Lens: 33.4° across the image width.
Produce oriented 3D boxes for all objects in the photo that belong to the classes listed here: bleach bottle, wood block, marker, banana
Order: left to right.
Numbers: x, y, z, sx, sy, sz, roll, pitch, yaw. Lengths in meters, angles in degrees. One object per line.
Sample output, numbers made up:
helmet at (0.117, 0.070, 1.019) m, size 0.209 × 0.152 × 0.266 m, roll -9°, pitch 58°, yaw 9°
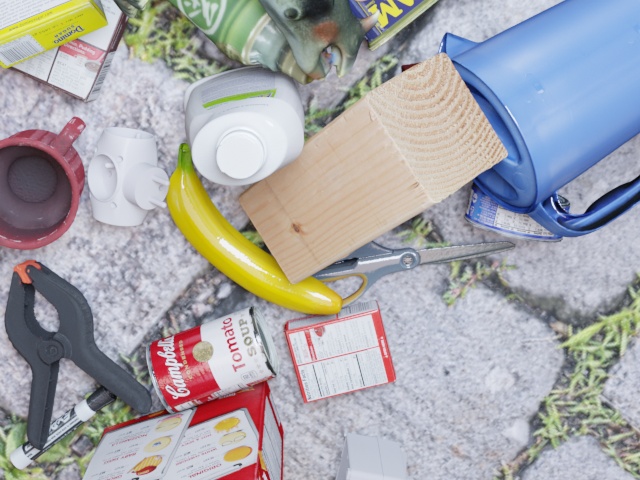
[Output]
marker at (-0.237, 0.171, 0.989) m, size 0.121 × 0.020 × 0.020 m, roll -37°, pitch 103°, yaw 9°
bleach bottle at (-0.063, -0.084, 0.801) m, size 0.102 × 0.251 × 0.068 m, roll -16°, pitch 105°, yaw 3°
banana at (-0.069, 0.006, 0.925) m, size 0.197 × 0.037 × 0.070 m, roll 44°, pitch 140°, yaw -8°
wood block at (0.033, -0.049, 0.826) m, size 0.090 × 0.206 × 0.091 m, roll -33°, pitch 91°, yaw -35°

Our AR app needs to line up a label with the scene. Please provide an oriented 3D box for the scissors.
scissors at (0.064, 0.002, 0.949) m, size 0.202 × 0.016 × 0.096 m, roll -22°, pitch 105°, yaw 5°

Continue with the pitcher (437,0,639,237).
pitcher at (0.223, -0.125, 0.832) m, size 0.242 × 0.145 × 0.149 m, roll -31°, pitch 131°, yaw -12°

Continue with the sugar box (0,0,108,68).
sugar box at (-0.235, -0.231, 0.825) m, size 0.093 × 0.048 × 0.176 m, roll -21°, pitch 71°, yaw 5°

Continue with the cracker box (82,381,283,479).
cracker box at (-0.116, 0.207, 0.900) m, size 0.164 × 0.213 × 0.072 m, roll -18°, pitch 105°, yaw 4°

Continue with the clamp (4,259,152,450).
clamp at (-0.222, 0.097, 0.952) m, size 0.120 × 0.039 × 0.171 m, roll -12°, pitch 100°, yaw 1°

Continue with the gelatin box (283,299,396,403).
gelatin box at (0.018, 0.101, 0.968) m, size 0.089 × 0.030 × 0.073 m, roll -14°, pitch 107°, yaw 3°

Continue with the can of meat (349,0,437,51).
can of meat at (0.056, -0.219, 0.867) m, size 0.102 × 0.057 × 0.084 m, roll -37°, pitch 100°, yaw 8°

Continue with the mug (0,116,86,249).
mug at (-0.236, -0.057, 0.892) m, size 0.093 × 0.081 × 0.117 m, roll 36°, pitch 101°, yaw -12°

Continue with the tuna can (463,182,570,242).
tuna can at (0.167, -0.026, 0.907) m, size 0.086 × 0.086 × 0.034 m, roll 10°, pitch 104°, yaw -4°

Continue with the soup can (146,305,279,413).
soup can at (-0.094, 0.106, 0.948) m, size 0.102 × 0.068 × 0.068 m, roll -20°, pitch 105°, yaw 5°

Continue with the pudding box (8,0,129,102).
pudding box at (-0.210, -0.183, 0.882) m, size 0.090 × 0.039 × 0.113 m, roll 24°, pitch 101°, yaw -4°
